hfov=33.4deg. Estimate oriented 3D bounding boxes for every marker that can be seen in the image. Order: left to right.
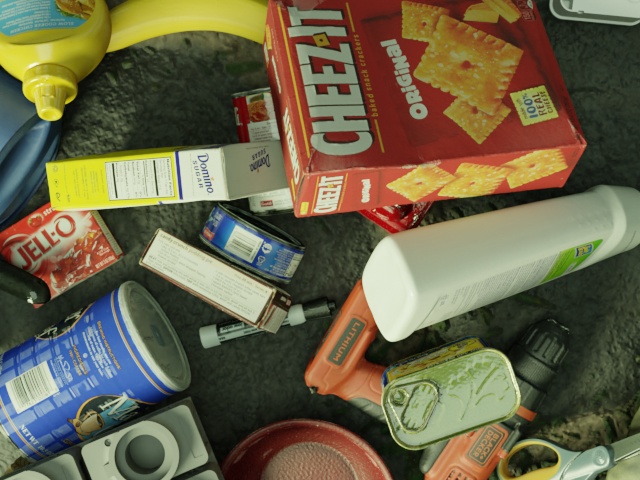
[{"bbox_3d":[-0.045,0.070,0.928,0.121,0.020,0.020,-15,95,5],"label":"marker"}]

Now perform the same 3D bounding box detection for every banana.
[{"bbox_3d":[-0.102,-0.180,0.894,0.198,0.037,0.070,8,101,3],"label":"banana"}]

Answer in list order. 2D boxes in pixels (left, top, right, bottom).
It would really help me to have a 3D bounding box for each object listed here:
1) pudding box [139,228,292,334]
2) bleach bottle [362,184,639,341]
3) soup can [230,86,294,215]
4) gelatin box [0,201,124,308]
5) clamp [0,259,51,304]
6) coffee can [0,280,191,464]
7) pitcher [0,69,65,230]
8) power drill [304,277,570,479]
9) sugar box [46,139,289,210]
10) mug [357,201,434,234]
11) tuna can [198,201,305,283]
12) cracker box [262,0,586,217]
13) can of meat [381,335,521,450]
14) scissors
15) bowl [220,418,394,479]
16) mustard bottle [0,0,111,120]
[{"bbox_3d":[-0.084,0.035,0.881,0.113,0.090,0.039,25,86,11],"label":"pudding box"},{"bbox_3d":[0.165,0.008,0.860,0.250,0.103,0.068,-15,68,-18],"label":"bleach bottle"},{"bbox_3d":[-0.033,-0.076,0.887,0.068,0.068,0.102,-8,96,4],"label":"soup can"},{"bbox_3d":[-0.227,0.006,0.926,0.089,0.030,0.073,-30,94,6],"label":"gelatin box"},{"bbox_3d":[-0.305,0.018,0.915,0.120,0.039,0.171,-32,92,23],"label":"clamp"},{"bbox_3d":[-0.195,0.112,0.899,0.140,0.103,0.103,-29,94,6],"label":"coffee can"},{"bbox_3d":[-0.345,-0.109,0.867,0.243,0.149,0.145,32,98,3],"label":"pitcher"},{"bbox_3d":[0.096,0.110,0.905,0.187,0.057,0.184,33,94,0],"label":"power drill"},{"bbox_3d":[-0.121,-0.052,0.848,0.176,0.093,0.048,-5,96,30],"label":"sugar box"},{"bbox_3d":[0.055,-0.049,0.864,0.081,0.117,0.093,34,121,4],"label":"mug"},{"bbox_3d":[-0.056,0.001,0.888,0.086,0.086,0.034,28,95,0],"label":"tuna can"},{"bbox_3d":[0.074,-0.114,0.816,0.213,0.072,0.164,-6,63,-10],"label":"cracker box"},{"bbox_3d":[0.098,0.115,0.836,0.102,0.084,0.057,-20,94,2],"label":"can of meat"},{"bbox_3d":[0.224,0.195,0.857,0.016,0.202,0.096,10,73,-40],"label":"scissors"},{"bbox_3d":[-0.012,0.225,0.924,0.162,0.055,0.162,0,97,4],"label":"bowl"},{"bbox_3d":[-0.215,-0.180,0.848,0.096,0.058,0.191,-7,64,-1],"label":"mustard bottle"}]
